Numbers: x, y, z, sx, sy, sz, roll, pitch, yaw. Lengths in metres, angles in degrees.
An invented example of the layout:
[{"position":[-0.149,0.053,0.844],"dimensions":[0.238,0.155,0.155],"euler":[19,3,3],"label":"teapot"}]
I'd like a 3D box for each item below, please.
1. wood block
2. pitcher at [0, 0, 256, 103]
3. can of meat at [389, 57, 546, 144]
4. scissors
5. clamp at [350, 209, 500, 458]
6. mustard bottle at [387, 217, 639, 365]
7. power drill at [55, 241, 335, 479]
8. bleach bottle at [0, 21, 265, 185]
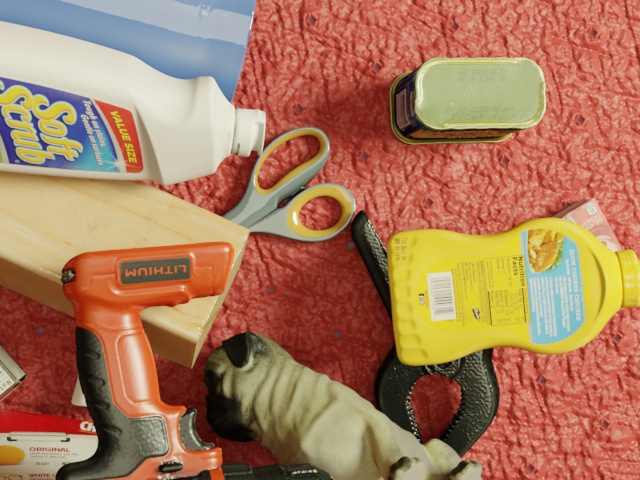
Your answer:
[{"position":[-0.164,0.001,0.743],"dimensions":[0.206,0.091,0.090],"euler":[24,70,0],"label":"wood block"},{"position":[-0.166,-0.176,0.726],"dimensions":[0.242,0.149,0.145],"euler":[12,134,-14],"label":"pitcher"},{"position":[0.109,-0.104,0.795],"dimensions":[0.102,0.084,0.057],"euler":[-2,91,-6],"label":"can of meat"},{"position":[-0.055,0.001,0.811],"dimensions":[0.096,0.016,0.201],"euler":[43,86,-5],"label":"scissors"},{"position":[0.103,0.083,0.808],"dimensions":[0.164,0.036,0.210],"euler":[2,95,8],"label":"clamp"},{"position":[0.146,0.033,0.753],"dimensions":[0.191,0.058,0.096],"euler":[-5,88,7],"label":"mustard bottle"},{"position":[-0.083,0.096,0.653],"dimensions":[0.184,0.057,0.187],"euler":[-3,84,-17],"label":"power drill"},{"position":[-0.159,-0.088,0.672],"dimensions":[0.250,0.068,0.103],"euler":[6,128,-8],"label":"bleach bottle"}]
